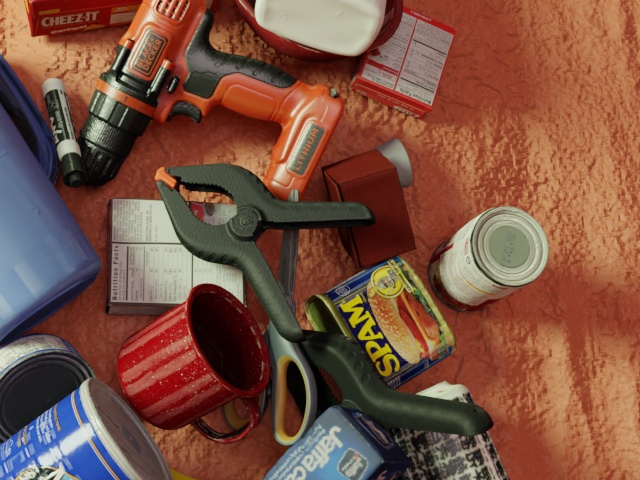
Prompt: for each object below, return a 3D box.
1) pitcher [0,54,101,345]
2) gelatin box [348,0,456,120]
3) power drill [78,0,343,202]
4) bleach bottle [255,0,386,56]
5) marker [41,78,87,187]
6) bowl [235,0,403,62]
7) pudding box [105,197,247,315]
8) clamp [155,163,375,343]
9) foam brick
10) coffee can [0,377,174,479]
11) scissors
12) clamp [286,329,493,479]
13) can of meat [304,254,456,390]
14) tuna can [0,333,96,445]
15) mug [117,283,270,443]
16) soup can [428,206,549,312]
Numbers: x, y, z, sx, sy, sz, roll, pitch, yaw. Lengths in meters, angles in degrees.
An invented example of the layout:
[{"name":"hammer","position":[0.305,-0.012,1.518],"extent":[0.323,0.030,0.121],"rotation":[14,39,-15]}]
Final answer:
[{"name":"pitcher","position":[-0.267,-0.050,0.800],"extent":[0.149,0.145,0.243],"rotation":[-36,90,-7]},{"name":"gelatin box","position":[0.074,-0.162,0.955],"extent":[0.073,0.030,0.089],"rotation":[22,71,-9]},{"name":"power drill","position":[-0.090,-0.098,0.867],"extent":[0.187,0.057,0.184],"rotation":[26,97,-13]},{"name":"bleach bottle","position":[0.012,-0.271,0.897],"extent":[0.102,0.068,0.250],"rotation":[17,53,-15]},{"name":"marker","position":[-0.202,-0.085,0.843],"extent":[0.020,0.020,0.121],"rotation":[-10,48,-16]},{"name":"bowl","position":[-0.012,-0.209,0.921],"extent":[0.162,0.055,0.162],"rotation":[10,58,-17]},{"name":"pudding box","position":[-0.116,0.014,0.858],"extent":[0.113,0.039,0.090],"rotation":[2,75,-11]},{"name":"clamp","position":[-0.055,0.001,0.820],"extent":[0.171,0.039,0.120],"rotation":[20,70,8]},{"name":"foam brick","position":[0.039,-0.027,0.873],"extent":[0.051,0.053,0.078],"rotation":[-20,116,-7]},{"name":"coffee can","position":[-0.187,0.178,0.742],"extent":[0.140,0.103,0.103],"rotation":[-36,86,-1]},{"name":"scissors","position":[-0.044,0.066,0.847],"extent":[0.016,0.096,0.202],"rotation":[21,56,-52]},{"name":"clamp","position":[0.035,0.145,0.819],"extent":[0.036,0.165,0.210],"rotation":[-18,39,-39]},{"name":"can of meat","position":[0.050,0.072,0.873],"extent":[0.083,0.057,0.102],"rotation":[-28,84,-22]},{"name":"tuna can","position":[-0.210,0.112,0.786],"extent":[0.086,0.034,0.086],"rotation":[-17,122,-29]},{"name":"mug","position":[-0.091,0.101,0.804],"extent":[0.082,0.093,0.117],"rotation":[-31,96,24]},{"name":"soup can","position":[0.138,0.017,0.884],"extent":[0.068,0.102,0.068],"rotation":[4,74,-13]}]
